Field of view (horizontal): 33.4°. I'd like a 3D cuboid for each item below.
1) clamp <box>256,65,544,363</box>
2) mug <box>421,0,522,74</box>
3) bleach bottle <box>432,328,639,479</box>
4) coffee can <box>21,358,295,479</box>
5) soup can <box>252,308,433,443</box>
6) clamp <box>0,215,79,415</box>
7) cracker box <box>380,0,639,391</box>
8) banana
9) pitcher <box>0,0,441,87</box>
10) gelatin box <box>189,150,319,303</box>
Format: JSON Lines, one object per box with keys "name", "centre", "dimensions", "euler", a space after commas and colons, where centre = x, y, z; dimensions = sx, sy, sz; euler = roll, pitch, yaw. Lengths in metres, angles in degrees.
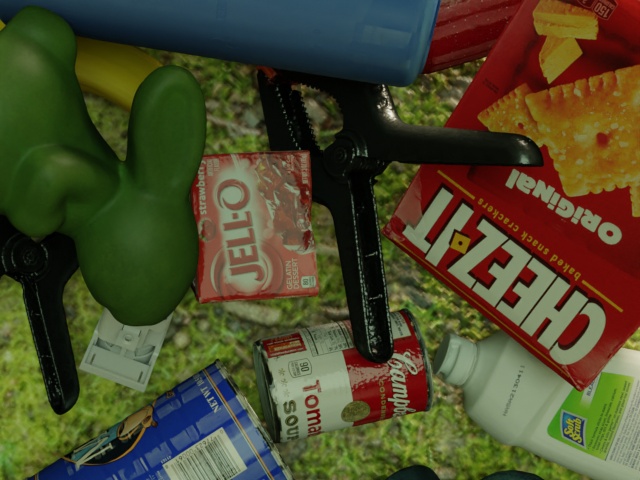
{"name": "clamp", "centre": [0.032, -0.054, 0.651], "dimensions": [0.165, 0.036, 0.210], "euler": [-48, 58, 27]}
{"name": "mug", "centre": [0.089, -0.165, 0.687], "dimensions": [0.081, 0.117, 0.093], "euler": [-18, 51, -5]}
{"name": "bleach bottle", "centre": [0.199, 0.110, 0.712], "dimensions": [0.250, 0.068, 0.102], "euler": [21, 83, -5]}
{"name": "coffee can", "centre": [-0.095, 0.151, 0.642], "dimensions": [0.140, 0.103, 0.103], "euler": [-32, 92, -9]}
{"name": "soup can", "centre": [0.013, 0.086, 0.680], "dimensions": [0.102, 0.068, 0.068], "euler": [-11, 89, -10]}
{"name": "clamp", "centre": [-0.193, 0.015, 0.649], "dimensions": [0.120, 0.039, 0.171], "euler": [16, 72, -40]}
{"name": "cracker box", "centre": [0.156, -0.042, 0.628], "dimensions": [0.164, 0.072, 0.214], "euler": [40, 122, 15]}
{"name": "banana", "centre": [-0.163, -0.105, 0.671], "dimensions": [0.197, 0.037, 0.069], "euler": [18, 57, -2]}
{"name": "pitcher", "centre": [-0.051, -0.167, 0.591], "dimensions": [0.243, 0.149, 0.145], "euler": [12, 100, 1]}
{"name": "gelatin box", "centre": [-0.041, -0.008, 0.642], "dimensions": [0.073, 0.030, 0.089], "euler": [-3, 88, -9]}
